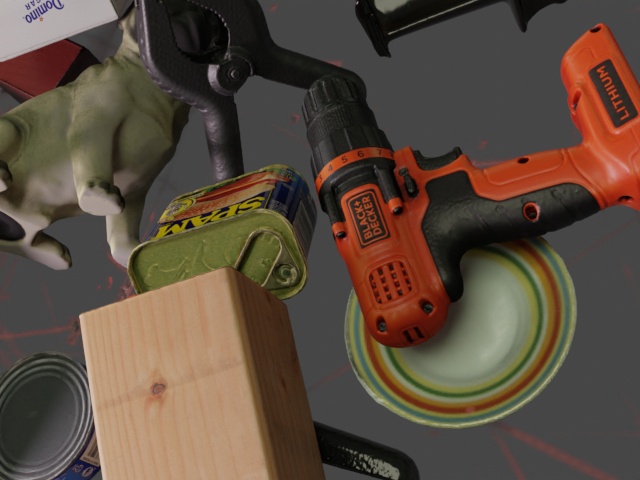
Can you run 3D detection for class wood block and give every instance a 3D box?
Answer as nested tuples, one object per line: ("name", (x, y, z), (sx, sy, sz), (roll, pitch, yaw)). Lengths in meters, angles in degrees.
("wood block", (-0.050, 0.131, 0.542), (0.091, 0.090, 0.206), (-18, 68, 12))

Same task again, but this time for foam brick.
("foam brick", (-0.196, -0.120, 0.782), (0.078, 0.053, 0.051), (28, 80, 31))

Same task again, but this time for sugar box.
("sugar box", (-0.179, -0.192, 0.763), (0.093, 0.048, 0.176), (-18, 28, 10))

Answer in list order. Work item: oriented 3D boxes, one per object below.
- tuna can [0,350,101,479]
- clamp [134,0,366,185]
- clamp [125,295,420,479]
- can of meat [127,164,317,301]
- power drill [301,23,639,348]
("tuna can", (-0.170, 0.115, 0.671), (0.086, 0.033, 0.086), (-10, 63, 19))
("clamp", (-0.061, -0.097, 0.658), (0.120, 0.171, 0.039), (-53, 32, 0))
("clamp", (-0.050, 0.108, 0.620), (0.164, 0.036, 0.210), (-32, 62, 5))
("can of meat", (-0.054, 0.001, 0.640), (0.102, 0.057, 0.084), (-16, 21, 14))
("power drill", (0.088, -0.048, 0.603), (0.188, 0.057, 0.184), (-24, 59, 11))
